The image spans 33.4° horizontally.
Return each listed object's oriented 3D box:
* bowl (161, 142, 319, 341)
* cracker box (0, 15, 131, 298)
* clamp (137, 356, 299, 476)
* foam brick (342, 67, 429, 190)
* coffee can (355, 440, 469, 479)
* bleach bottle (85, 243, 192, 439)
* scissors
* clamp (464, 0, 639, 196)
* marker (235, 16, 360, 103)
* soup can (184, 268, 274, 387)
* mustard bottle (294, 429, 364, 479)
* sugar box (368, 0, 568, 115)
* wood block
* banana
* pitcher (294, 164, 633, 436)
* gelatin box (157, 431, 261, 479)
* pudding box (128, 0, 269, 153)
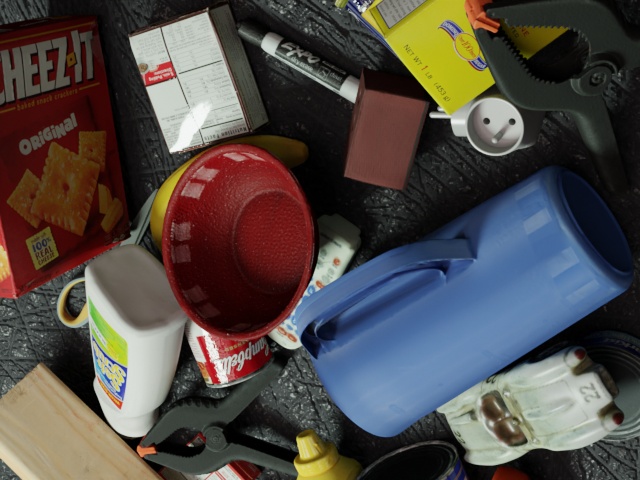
[{"bbox_3d":[-0.056,0.001,0.887,0.162,0.055,0.162,0,90,35],"label":"bowl"},{"bbox_3d":[-0.249,-0.078,0.923,0.072,0.164,0.214,4,110,28],"label":"cracker box"},{"bbox_3d":[-0.088,0.190,1.023,0.172,0.039,0.120,-21,94,15],"label":"clamp"},{"bbox_3d":[0.050,-0.088,0.840,0.051,0.053,0.078,10,117,-6],"label":"foam brick"},{"bbox_3d":[0.100,0.265,0.947,0.103,0.102,0.140,-18,103,30],"label":"coffee can"},{"bbox_3d":[-0.175,0.118,1.007,0.103,0.068,0.251,46,147,26],"label":"bleach bottle"},{"bbox_3d":[-0.186,0.039,1.040,0.202,0.016,0.096,-38,94,33],"label":"scissors"},{"bbox_3d":[0.183,-0.111,0.731,0.209,0.036,0.165,12,127,-21],"label":"clamp"},{"bbox_3d":[-0.018,-0.150,0.876,0.121,0.020,0.020,31,121,11],"label":"marker"},{"bbox_3d":[-0.091,0.074,0.978,0.069,0.068,0.102,-13,104,29],"label":"soup can"},{"bbox_3d":[0.023,0.261,0.986,0.058,0.096,0.191,-16,104,31],"label":"mustard bottle"},{"bbox_3d":[0.131,-0.172,0.724,0.176,0.048,0.093,-35,134,16],"label":"sugar box"},{"bbox_3d":[-0.242,0.234,1.083,0.206,0.090,0.091,43,156,6],"label":"wood block"},{"bbox_3d":[-0.095,-0.046,0.949,0.069,0.037,0.198,41,125,-16],"label":"banana"},{"bbox_3d":[0.107,0.043,0.828,0.243,0.149,0.145,-35,94,29],"label":"pitcher"},{"bbox_3d":[-0.113,0.235,1.080,0.073,0.030,0.089,46,122,3],"label":"gelatin box"},{"bbox_3d":[-0.104,-0.138,0.911,0.090,0.039,0.113,-11,108,28],"label":"pudding box"}]
